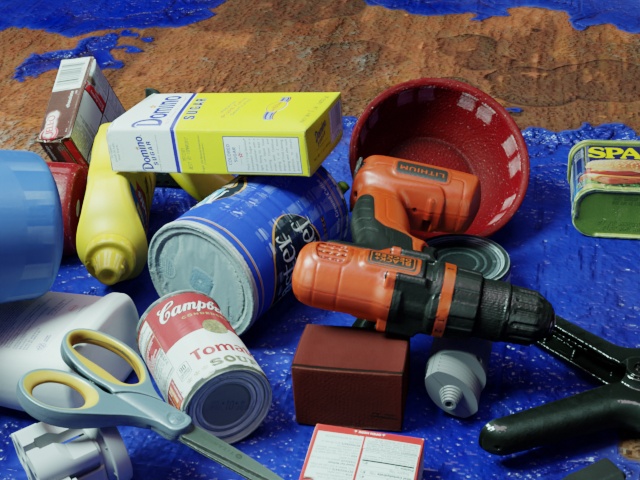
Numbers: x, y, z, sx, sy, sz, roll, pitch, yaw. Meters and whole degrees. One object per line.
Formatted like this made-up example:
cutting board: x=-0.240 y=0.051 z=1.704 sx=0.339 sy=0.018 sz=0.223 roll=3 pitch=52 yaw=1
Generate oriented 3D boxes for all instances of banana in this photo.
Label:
banana: x=-0.071 y=-0.049 z=0.970 sx=0.198 sy=0.070 sz=0.037 roll=18 pitch=12 yaw=12

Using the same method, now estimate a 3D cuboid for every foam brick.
foam brick: x=0.022 y=0.096 z=0.751 sx=0.078 sy=0.053 sz=0.051 roll=3 pitch=32 yaw=8

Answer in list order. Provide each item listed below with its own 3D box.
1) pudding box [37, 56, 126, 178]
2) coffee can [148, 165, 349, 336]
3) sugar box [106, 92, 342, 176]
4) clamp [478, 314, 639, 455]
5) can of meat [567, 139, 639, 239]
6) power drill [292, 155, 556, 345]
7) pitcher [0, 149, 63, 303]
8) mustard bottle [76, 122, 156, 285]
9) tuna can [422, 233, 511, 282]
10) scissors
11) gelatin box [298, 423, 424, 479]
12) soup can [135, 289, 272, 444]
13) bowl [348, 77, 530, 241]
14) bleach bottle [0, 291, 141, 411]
pudding box: x=-0.228 y=-0.109 z=1.035 sx=0.039 sy=0.090 sz=0.113 roll=-6 pitch=51 yaw=16
coffee can: x=-0.056 y=0.001 z=0.864 sx=0.103 sy=0.103 sz=0.140 roll=16 pitch=36 yaw=28
sugar box: x=-0.077 y=-0.089 z=0.875 sx=0.176 sy=0.048 sz=0.093 roll=4 pitch=27 yaw=18
clamp: x=0.216 y=0.097 z=0.747 sx=0.210 sy=0.036 sz=0.164 roll=3 pitch=33 yaw=7
can of meat: x=0.274 y=-0.045 z=0.956 sx=0.102 sy=0.057 sz=0.084 roll=3 pitch=35 yaw=10
power drill: x=0.082 y=0.006 z=0.800 sx=0.184 sy=0.057 sz=0.187 roll=13 pitch=29 yaw=3
pitcher: x=-0.310 y=-0.007 z=0.724 sx=0.242 sy=0.145 sz=0.149 roll=-3 pitch=53 yaw=-32
mustard bottle: x=-0.175 y=-0.021 z=0.916 sx=0.058 sy=0.096 sz=0.191 roll=-3 pitch=31 yaw=-4
tuna can: x=0.112 y=0.029 z=0.869 sx=0.086 sy=0.034 sz=0.086 roll=-2 pitch=32 yaw=1
scissors: x=-0.110 y=0.118 z=0.663 sx=0.096 sy=0.016 sz=0.202 roll=-20 pitch=45 yaw=-42
gelatin box: x=0.024 y=0.159 z=0.671 sx=0.073 sy=0.030 sz=0.089 roll=6 pitch=33 yaw=11
soup can: x=-0.084 y=0.089 z=0.756 sx=0.068 sy=0.068 sz=0.102 roll=-16 pitch=34 yaw=-20
bowl: x=0.102 y=-0.062 z=0.956 sx=0.162 sy=0.055 sz=0.162 roll=2 pitch=71 yaw=-5
bleach bottle: x=-0.269 y=0.071 z=0.809 sx=0.251 sy=0.068 sz=0.102 roll=8 pitch=34 yaw=21
